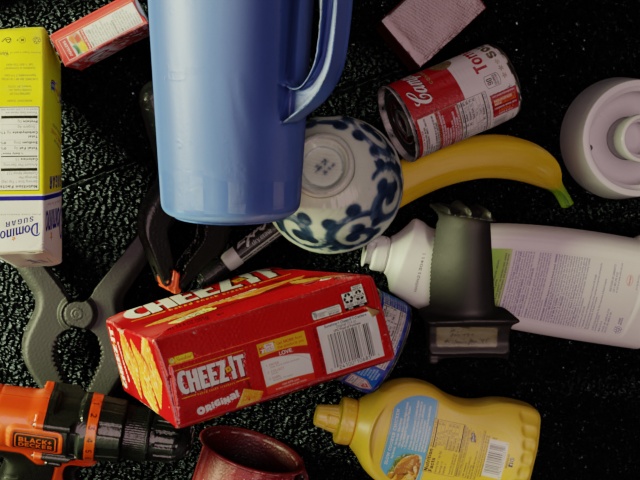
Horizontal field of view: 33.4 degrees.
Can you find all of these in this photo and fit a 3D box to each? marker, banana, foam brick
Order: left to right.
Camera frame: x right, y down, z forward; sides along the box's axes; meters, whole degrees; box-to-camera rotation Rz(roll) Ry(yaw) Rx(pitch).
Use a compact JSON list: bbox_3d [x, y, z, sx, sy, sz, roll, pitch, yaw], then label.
[{"bbox_3d":[-0.056,0.001,0.921,0.121,0.020,0.020,-37,97,0],"label":"marker"},{"bbox_3d":[0.091,-0.188,0.899,0.078,0.053,0.051,-42,97,1],"label":"foam brick"},{"bbox_3d":[0.125,-0.055,0.922,0.197,0.037,0.069,-4,94,-4],"label":"banana"}]

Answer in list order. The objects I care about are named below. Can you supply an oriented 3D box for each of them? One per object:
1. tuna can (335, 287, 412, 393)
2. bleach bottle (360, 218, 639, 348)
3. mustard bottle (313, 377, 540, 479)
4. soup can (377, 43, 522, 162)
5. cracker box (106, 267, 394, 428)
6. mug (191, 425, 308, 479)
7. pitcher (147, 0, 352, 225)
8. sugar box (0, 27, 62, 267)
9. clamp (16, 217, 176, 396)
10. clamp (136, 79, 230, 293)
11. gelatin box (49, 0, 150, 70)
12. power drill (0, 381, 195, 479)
[{"bbox_3d":[0.044,0.085,0.904,0.033,0.086,0.086,26,93,-8],"label":"tuna can"},{"bbox_3d":[0.162,0.024,0.921,0.250,0.068,0.102,11,97,-4],"label":"bleach bottle"},{"bbox_3d":[0.088,0.171,0.929,0.191,0.058,0.096,13,95,-6],"label":"mustard bottle"},{"bbox_3d":[0.108,-0.116,0.893,0.102,0.068,0.068,-24,97,-11],"label":"soup can"},{"bbox_3d":[-0.064,0.072,0.814,0.164,0.214,0.072,-16,96,-19],"label":"cracker box"},{"bbox_3d":[-0.061,0.216,0.914,0.117,0.093,0.081,10,101,-42],"label":"mug"},{"bbox_3d":[-0.059,-0.137,0.794,0.145,0.149,0.243,-1,101,-9],"label":"pitcher"},{"bbox_3d":[-0.230,-0.070,0.845,0.048,0.093,0.176,-4,83,-5],"label":"sugar box"},{"bbox_3d":[-0.214,0.055,0.904,0.164,0.036,0.210,7,91,-4],"label":"clamp"},{"bbox_3d":[-0.115,-0.046,0.881,0.120,0.039,0.171,22,84,-17],"label":"clamp"},{"bbox_3d":[-0.174,-0.166,0.861,0.073,0.089,0.030,-28,98,-2],"label":"gelatin box"},{"bbox_3d":[-0.203,0.195,0.868,0.184,0.057,0.188,10,124,-5],"label":"power drill"}]
